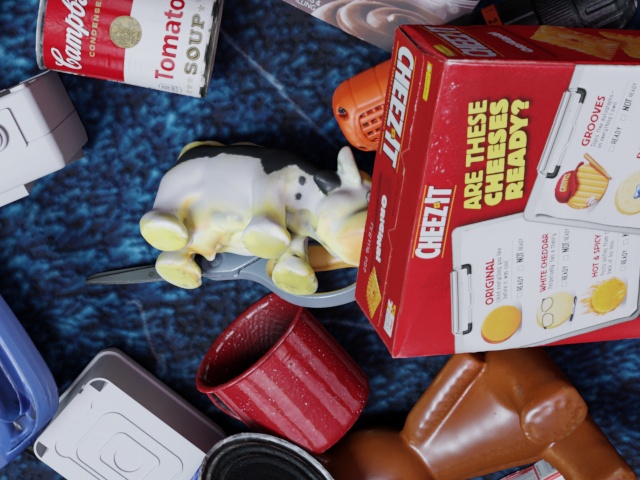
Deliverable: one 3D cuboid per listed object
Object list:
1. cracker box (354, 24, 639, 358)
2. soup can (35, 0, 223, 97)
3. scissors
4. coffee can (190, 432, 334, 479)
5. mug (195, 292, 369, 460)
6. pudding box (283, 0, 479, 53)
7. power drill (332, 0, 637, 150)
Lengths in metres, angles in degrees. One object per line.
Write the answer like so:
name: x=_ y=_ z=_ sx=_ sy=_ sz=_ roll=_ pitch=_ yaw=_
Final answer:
cracker box: x=0.135 y=-0.029 z=0.580 sx=0.213 sy=0.072 sz=0.164 roll=-2 pitch=117 yaw=-20
soup can: x=-0.114 y=-0.128 z=0.647 sx=0.102 sy=0.068 sz=0.068 roll=10 pitch=107 yaw=-5
scissors: x=-0.055 y=0.001 z=0.707 sx=0.202 sy=0.096 sz=0.016 roll=7 pitch=148 yaw=23
coffee can: x=-0.058 y=0.204 z=0.672 sx=0.102 sy=0.102 sz=0.140 roll=27 pitch=122 yaw=-9
mug: x=-0.030 y=0.096 z=0.714 sx=0.117 sy=0.093 sz=0.081 roll=-27 pitch=114 yaw=38
pudding box: x=0.041 y=-0.164 z=0.637 sx=0.113 sy=0.039 sz=0.090 roll=23 pitch=133 yaw=-9
power drill: x=0.124 y=-0.056 z=0.653 sx=0.185 sy=0.057 sz=0.187 roll=-22 pitch=120 yaw=15
